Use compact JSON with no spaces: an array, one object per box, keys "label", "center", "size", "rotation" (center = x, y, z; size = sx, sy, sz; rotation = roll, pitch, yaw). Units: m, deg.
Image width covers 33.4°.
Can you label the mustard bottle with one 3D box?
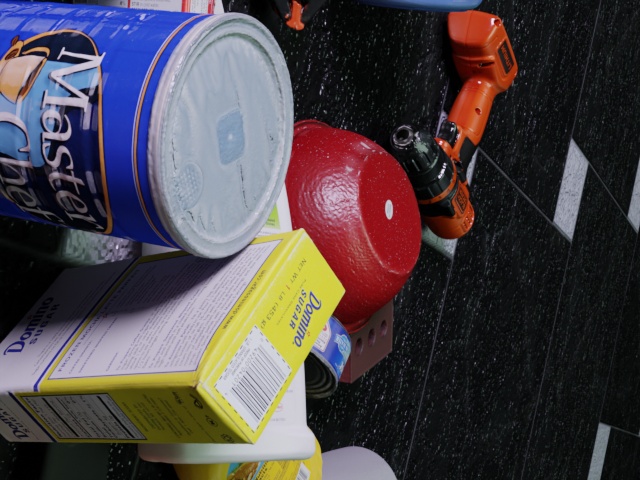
[{"label":"mustard bottle","center":[-0.055,0.134,0.715],"size":[0.096,0.058,0.191],"rotation":[-63,149,-28]}]

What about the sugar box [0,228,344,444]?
[{"label":"sugar box","center":[-0.082,0.049,0.501],"size":[0.048,0.177,0.093],"rotation":[54,48,-25]}]

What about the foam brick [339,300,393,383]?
[{"label":"foam brick","center":[0.019,0.072,0.846],"size":[0.078,0.051,0.053],"rotation":[-28,123,-57]}]

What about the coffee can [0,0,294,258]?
[{"label":"coffee can","center":[-0.097,-0.053,0.477],"size":[0.102,0.140,0.103],"rotation":[-31,126,-56]}]

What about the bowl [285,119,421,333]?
[{"label":"bowl","center":[0.028,-0.015,0.777],"size":[0.161,0.055,0.162],"rotation":[27,57,-52]}]

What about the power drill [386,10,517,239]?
[{"label":"power drill","center":[0.120,-0.113,0.977],"size":[0.187,0.057,0.184],"rotation":[-69,155,-16]}]
